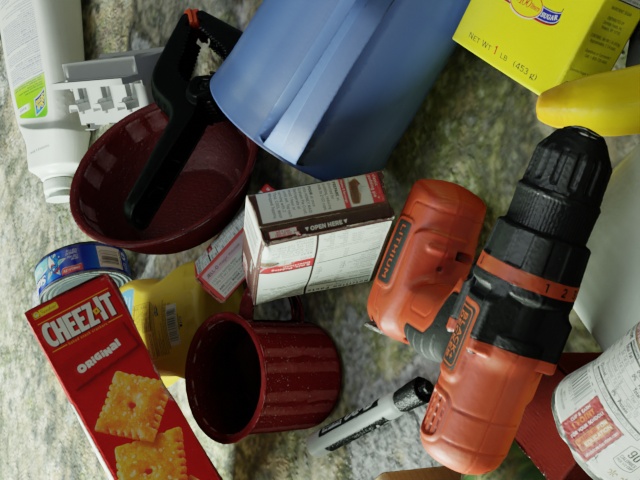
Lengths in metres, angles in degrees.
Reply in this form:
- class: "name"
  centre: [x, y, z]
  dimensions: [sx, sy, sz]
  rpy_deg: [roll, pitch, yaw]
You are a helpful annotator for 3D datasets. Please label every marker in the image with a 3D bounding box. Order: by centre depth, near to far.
- class: "marker"
  centre: [0.034, 0.123, 0.742]
  dimensions: [0.121, 0.020, 0.020]
  rpy_deg: [-35, 62, 40]

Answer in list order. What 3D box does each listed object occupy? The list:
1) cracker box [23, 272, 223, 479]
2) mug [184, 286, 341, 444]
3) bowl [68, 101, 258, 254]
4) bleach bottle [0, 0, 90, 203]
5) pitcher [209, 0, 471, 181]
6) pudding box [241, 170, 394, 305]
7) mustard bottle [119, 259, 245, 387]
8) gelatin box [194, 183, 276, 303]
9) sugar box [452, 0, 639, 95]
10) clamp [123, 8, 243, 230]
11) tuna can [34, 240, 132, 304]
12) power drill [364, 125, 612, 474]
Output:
- class: "cracker box"
  centre: [-0.133, 0.139, 0.788]
  dimensions: [0.214, 0.072, 0.164]
  rpy_deg: [61, 166, 3]
- class: "mug"
  centre: [-0.038, 0.087, 0.778]
  dimensions: [0.093, 0.081, 0.117]
  rpy_deg: [2, 88, 47]
- class: "bowl"
  centre: [-0.118, -0.043, 0.862]
  dimensions: [0.162, 0.055, 0.162]
  rpy_deg: [-11, 49, 13]
- class: "bleach bottle"
  centre: [-0.278, -0.160, 1.075]
  dimensions: [0.103, 0.067, 0.251]
  rpy_deg: [-18, 76, 46]
- class: "pitcher"
  centre: [0.040, -0.158, 0.676]
  dimensions: [0.243, 0.144, 0.149]
  rpy_deg: [-56, 48, 24]
- class: "pudding box"
  centre: [-0.004, 0.001, 0.709]
  dimensions: [0.113, 0.090, 0.039]
  rpy_deg: [105, 151, -67]
- class: "mustard bottle"
  centre: [-0.139, 0.078, 0.904]
  dimensions: [0.192, 0.058, 0.096]
  rpy_deg: [-16, 80, 45]
- class: "gelatin box"
  centre: [-0.055, 0.001, 0.794]
  dimensions: [0.089, 0.030, 0.073]
  rpy_deg: [-48, 11, 0]
- class: "sugar box"
  centre: [0.150, -0.171, 0.592]
  dimensions: [0.093, 0.048, 0.176]
  rpy_deg: [44, 120, 43]
- class: "clamp"
  centre: [-0.093, -0.104, 0.839]
  dimensions: [0.164, 0.036, 0.210]
  rpy_deg: [-24, 51, 1]
- class: "tuna can"
  centre: [-0.216, 0.035, 0.972]
  dimensions: [0.086, 0.085, 0.034]
  rpy_deg: [-39, 58, 38]
- class: "power drill"
  centre: [0.087, 0.016, 0.602]
  dimensions: [0.188, 0.057, 0.184]
  rpy_deg: [-126, 56, -76]
